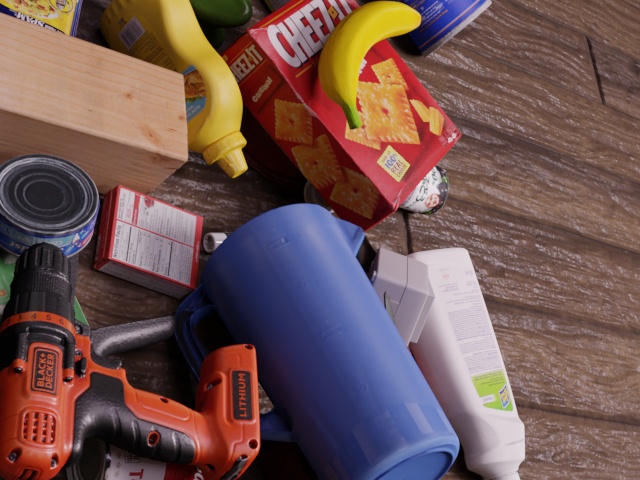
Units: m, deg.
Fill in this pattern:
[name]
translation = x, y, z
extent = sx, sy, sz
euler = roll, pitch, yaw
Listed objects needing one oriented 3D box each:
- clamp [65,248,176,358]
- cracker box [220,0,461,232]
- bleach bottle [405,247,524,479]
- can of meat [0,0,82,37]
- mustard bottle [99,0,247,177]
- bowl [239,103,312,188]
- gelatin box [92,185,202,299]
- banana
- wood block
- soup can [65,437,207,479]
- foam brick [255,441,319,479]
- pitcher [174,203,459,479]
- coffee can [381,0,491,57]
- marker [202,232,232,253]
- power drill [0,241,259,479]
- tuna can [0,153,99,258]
[clamp]
translation = -0.197, 0.064, 0.810
extent = 0.120, 0.039, 0.171
euler = 44, 39, 4
[cracker box]
translation = 0.024, -0.135, 1.033
extent = 0.213, 0.072, 0.164
euler = 51, 44, -6
[bleach bottle]
translation = 0.142, 0.135, 1.072
extent = 0.102, 0.068, 0.251
euler = -5, 72, -43
[can of meat]
translation = -0.257, -0.193, 0.912
extent = 0.102, 0.058, 0.084
euler = 24, 50, -30
[mustard bottle]
translation = -0.123, -0.142, 0.972
extent = 0.058, 0.096, 0.191
euler = -28, 86, -47
[bowl]
translation = -0.027, -0.136, 1.084
extent = 0.161, 0.055, 0.162
euler = 21, 55, -32
[gelatin box]
translation = -0.147, 0.002, 0.916
extent = 0.089, 0.030, 0.073
euler = 22, 55, -32
[banana]
translation = 0.041, -0.182, 1.002
extent = 0.069, 0.037, 0.197
euler = 55, 43, -25
[wood block]
translation = -0.220, -0.109, 0.871
extent = 0.205, 0.091, 0.090
euler = 14, 58, -35
[soup can]
translation = -0.132, 0.164, 0.808
extent = 0.102, 0.069, 0.068
euler = 9, 61, -37
[foam brick]
translation = -0.005, 0.186, 0.918
extent = 0.078, 0.053, 0.051
euler = -18, 79, -45
[pitcher]
translation = -0.001, 0.102, 0.870
extent = 0.144, 0.149, 0.243
euler = 10, 39, -48
[coffee can]
translation = 0.122, -0.307, 1.279
extent = 0.140, 0.103, 0.102
euler = 50, 44, -6
[marker]
translation = -0.057, 0.001, 1.004
extent = 0.120, 0.020, 0.020
euler = -2, 68, -42
[power drill]
translation = -0.138, 0.095, 0.764
extent = 0.187, 0.057, 0.184
euler = 15, 49, -25
[tuna can]
translation = -0.216, -0.027, 0.828
extent = 0.086, 0.034, 0.086
euler = 13, 46, -14
